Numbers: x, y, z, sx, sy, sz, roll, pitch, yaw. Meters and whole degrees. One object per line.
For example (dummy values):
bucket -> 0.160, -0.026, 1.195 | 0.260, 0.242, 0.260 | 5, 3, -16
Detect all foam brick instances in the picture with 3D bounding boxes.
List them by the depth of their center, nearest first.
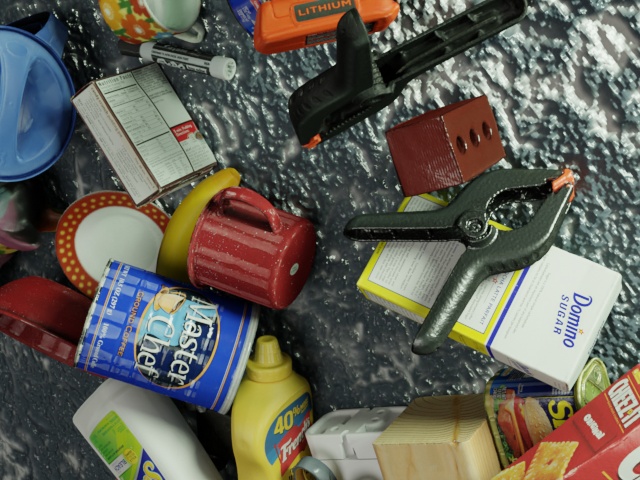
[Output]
foam brick -> 0.093, -0.071, 0.792 | 0.051, 0.078, 0.053 | -12, 102, 37

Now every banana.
banana -> -0.117, 0.017, 0.992 | 0.069, 0.037, 0.198 | 6, 120, -5

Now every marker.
marker -> -0.129, -0.161, 0.935 | 0.121, 0.020, 0.020 | 17, 117, 26

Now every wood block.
wood block -> 0.128, 0.240, 0.888 | 0.090, 0.090, 0.206 | -9, 103, 34

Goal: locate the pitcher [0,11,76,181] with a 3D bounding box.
pitcher -> -0.336, -0.131, 1.001 | 0.243, 0.148, 0.145 | 6, 105, 49

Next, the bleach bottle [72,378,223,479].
bleach bottle -> -0.128, 0.239, 1.014 | 0.251, 0.067, 0.103 | 51, 132, 7

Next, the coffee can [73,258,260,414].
coffee can -> -0.135, 0.085, 0.948 | 0.140, 0.102, 0.103 | 18, 122, -7

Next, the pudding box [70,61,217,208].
pudding box -> -0.152, -0.094, 0.934 | 0.039, 0.089, 0.113 | -33, 90, 37

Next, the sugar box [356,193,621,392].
sugar box -> 0.127, 0.035, 0.808 | 0.176, 0.048, 0.093 | 26, 80, 20

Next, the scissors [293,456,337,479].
scissors -> 0.038, 0.267, 0.959 | 0.096, 0.016, 0.201 | 2, 131, 41

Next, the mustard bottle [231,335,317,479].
mustard bottle -> -0.042, 0.176, 0.968 | 0.058, 0.096, 0.192 | 9, 113, 32

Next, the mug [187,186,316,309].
mug -> -0.056, 0.001, 0.907 | 0.082, 0.093, 0.117 | 19, 139, 20

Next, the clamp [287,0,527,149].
clamp -> 0.045, -0.124, 0.791 | 0.210, 0.164, 0.036 | -38, 71, 60

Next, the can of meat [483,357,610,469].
can of meat -> 0.184, 0.146, 0.836 | 0.084, 0.057, 0.102 | -9, 104, 37

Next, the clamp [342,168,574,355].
clamp -> 0.112, 0.007, 0.775 | 0.171, 0.039, 0.120 | -22, 70, 5

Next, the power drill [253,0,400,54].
power drill -> -0.027, -0.231, 0.750 | 0.184, 0.057, 0.187 | -11, 91, 1

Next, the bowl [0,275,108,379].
bowl -> -0.263, 0.080, 1.068 | 0.162, 0.055, 0.162 | 23, 162, 8
